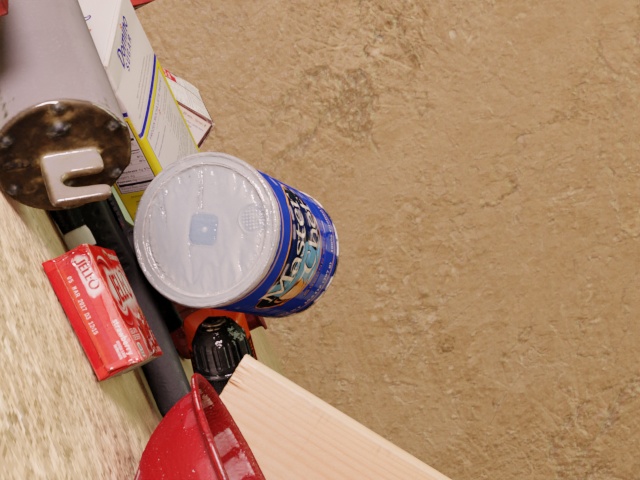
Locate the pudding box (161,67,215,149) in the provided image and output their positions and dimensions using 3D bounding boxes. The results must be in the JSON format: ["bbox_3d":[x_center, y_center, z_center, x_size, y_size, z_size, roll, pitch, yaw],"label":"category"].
[{"bbox_3d":[-0.147,-0.123,0.877,0.113,0.039,0.090,29,16,-25],"label":"pudding box"}]

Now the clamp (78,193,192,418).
[{"bbox_3d":[-0.137,0.019,0.736,0.165,0.036,0.210,-121,-172,-61],"label":"clamp"}]

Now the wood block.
[{"bbox_3d":[0.020,0.166,0.676,0.206,0.091,0.090,31,-7,7],"label":"wood block"}]

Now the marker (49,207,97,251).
[{"bbox_3d":[-0.142,0.022,0.678,0.020,0.020,0.121,-145,-150,-85],"label":"marker"}]

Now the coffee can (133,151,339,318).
[{"bbox_3d":[-0.055,0.001,0.756,0.103,0.103,0.140,64,13,14],"label":"coffee can"}]

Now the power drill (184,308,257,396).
[{"bbox_3d":[-0.071,0.118,0.834,0.188,0.057,0.184,-117,-164,-69],"label":"power drill"}]

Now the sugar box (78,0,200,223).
[{"bbox_3d":[-0.134,-0.085,0.775,0.176,0.048,0.093,66,17,-45],"label":"sugar box"}]

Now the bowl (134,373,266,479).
[{"bbox_3d":[-0.052,0.153,0.553,0.162,0.055,0.162,64,-2,4],"label":"bowl"}]

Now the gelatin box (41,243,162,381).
[{"bbox_3d":[-0.124,0.041,0.620,0.073,0.030,0.089,64,-3,3],"label":"gelatin box"}]
